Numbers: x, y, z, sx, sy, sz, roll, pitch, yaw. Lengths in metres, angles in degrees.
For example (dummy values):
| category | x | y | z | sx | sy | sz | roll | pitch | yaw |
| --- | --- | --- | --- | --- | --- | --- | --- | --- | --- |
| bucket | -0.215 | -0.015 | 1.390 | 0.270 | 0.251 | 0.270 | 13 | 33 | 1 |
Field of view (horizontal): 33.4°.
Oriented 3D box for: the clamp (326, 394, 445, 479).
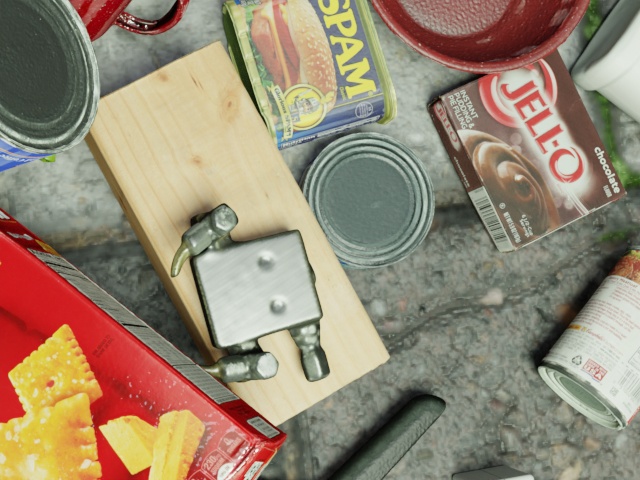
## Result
| category | x | y | z | sx | sy | sz | roll | pitch | yaw |
| --- | --- | --- | --- | --- | --- | --- | --- | --- | --- |
| clamp | -0.001 | 0.201 | 0.658 | 0.209 | 0.036 | 0.164 | -15 | 89 | -10 |

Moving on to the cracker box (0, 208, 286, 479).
| category | x | y | z | sx | sy | sz | roll | pitch | yaw |
| --- | --- | --- | --- | --- | --- | --- | --- | --- | --- |
| cracker box | -0.150 | 0.094 | 0.508 | 0.214 | 0.072 | 0.164 | 37 | 88 | 8 |

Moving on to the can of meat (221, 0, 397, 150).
| category | x | y | z | sx | sy | sz | roll | pitch | yaw |
| --- | --- | --- | --- | --- | --- | --- | --- | --- | --- |
| can of meat | -0.009 | -0.112 | 0.670 | 0.084 | 0.057 | 0.102 | -17 | 90 | -10 |

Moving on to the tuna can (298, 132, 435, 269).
| category | x | y | z | sx | sy | sz | roll | pitch | yaw |
| --- | --- | --- | --- | --- | --- | --- | --- | --- | --- |
| tuna can | 0.028 | -0.024 | 0.682 | 0.086 | 0.034 | 0.086 | 1 | 86 | -12 |

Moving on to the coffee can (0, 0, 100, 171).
| category | x | y | z | sx | sy | sz | roll | pitch | yaw |
| --- | --- | --- | --- | --- | --- | --- | --- | --- | --- |
| coffee can | -0.204 | -0.078 | 0.569 | 0.141 | 0.102 | 0.103 | -14 | 88 | 31 |

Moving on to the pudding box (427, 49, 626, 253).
| category | x | y | z | sx | sy | sz | roll | pitch | yaw |
| --- | --- | --- | --- | --- | --- | --- | --- | --- | --- |
| pudding box | 0.135 | -0.060 | 0.704 | 0.090 | 0.039 | 0.113 | -26 | 91 | -13 |

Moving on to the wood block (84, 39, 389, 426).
| category | x | y | z | sx | sy | sz | roll | pitch | yaw |
| --- | --- | --- | --- | --- | --- | --- | --- | --- | --- |
| wood block | -0.055 | 0.001 | 0.635 | 0.090 | 0.091 | 0.206 | -29 | 92 | -12 |

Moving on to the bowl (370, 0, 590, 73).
| category | x | y | z | sx | sy | sz | roll | pitch | yaw |
| --- | --- | --- | --- | --- | --- | --- | --- | --- | --- |
| bowl | 0.095 | -0.183 | 0.696 | 0.162 | 0.055 | 0.162 | 1 | 86 | -11 |
